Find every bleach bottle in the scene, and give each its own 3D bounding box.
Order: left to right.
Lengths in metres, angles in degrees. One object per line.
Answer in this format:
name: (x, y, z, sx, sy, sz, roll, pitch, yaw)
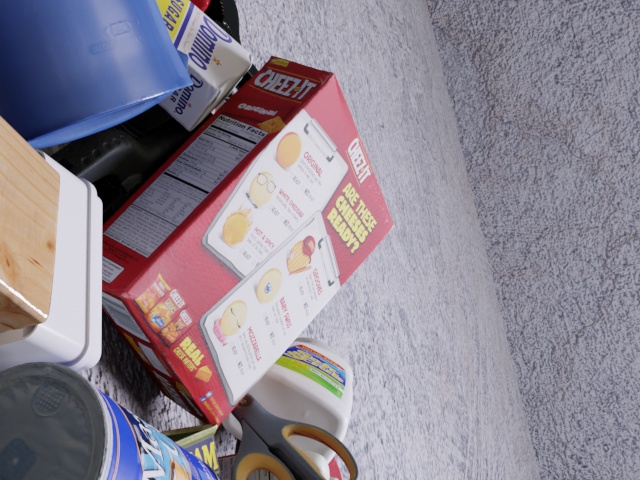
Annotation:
bleach bottle: (-0.020, 0.128, 0.961, 0.068, 0.102, 0.251, -61, 180, 7)

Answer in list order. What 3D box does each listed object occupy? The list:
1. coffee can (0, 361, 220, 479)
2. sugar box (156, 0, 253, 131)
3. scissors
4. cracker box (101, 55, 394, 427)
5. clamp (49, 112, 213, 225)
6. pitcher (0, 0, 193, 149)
coffee can: (-0.123, 0.138, 0.568, 0.140, 0.103, 0.103, 53, 28, -54)
sugar box: (-0.132, -0.159, 0.738, 0.176, 0.048, 0.093, 38, 26, -6)
scissors: (-0.064, 0.135, 0.771, 0.096, 0.202, 0.016, -37, 143, -37)
cracker box: (-0.055, 0.001, 0.756, 0.213, 0.072, 0.164, -49, 140, -21)
clamp: (-0.140, -0.030, 0.726, 0.171, 0.039, 0.120, -20, 134, -58)
pitcher: (-0.183, -0.173, 0.611, 0.149, 0.145, 0.243, -82, 152, -80)
